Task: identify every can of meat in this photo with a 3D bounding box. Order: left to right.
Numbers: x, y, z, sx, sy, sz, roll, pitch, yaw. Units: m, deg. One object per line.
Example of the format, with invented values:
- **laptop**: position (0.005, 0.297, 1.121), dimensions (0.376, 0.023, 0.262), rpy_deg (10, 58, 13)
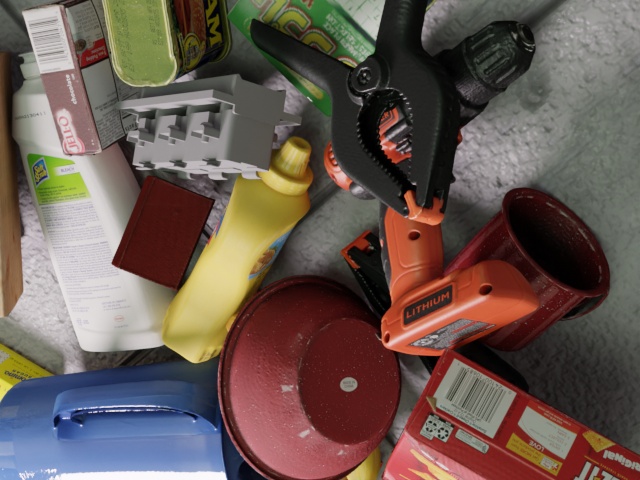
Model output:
- **can of meat**: position (-0.112, -0.168, 0.767), dimensions (0.057, 0.083, 0.102), rpy_deg (3, 114, 22)

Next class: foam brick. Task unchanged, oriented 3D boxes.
- **foam brick**: position (-0.122, -0.006, 0.827), dimensions (0.051, 0.053, 0.078), rpy_deg (23, 88, -16)

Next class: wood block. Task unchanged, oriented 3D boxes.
- **wood block**: position (-0.295, -0.048, 0.860), dimensions (0.090, 0.090, 0.206), rpy_deg (-2, 102, -6)

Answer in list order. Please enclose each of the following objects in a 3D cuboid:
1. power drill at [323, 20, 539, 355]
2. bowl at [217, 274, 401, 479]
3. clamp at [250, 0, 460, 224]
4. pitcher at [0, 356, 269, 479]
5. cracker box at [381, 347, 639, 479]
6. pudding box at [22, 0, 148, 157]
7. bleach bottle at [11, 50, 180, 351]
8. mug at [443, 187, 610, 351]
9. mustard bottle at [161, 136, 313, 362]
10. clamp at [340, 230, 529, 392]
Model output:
- **power drill**: position (0.084, -0.031, 0.703), dimensions (0.185, 0.057, 0.187), rpy_deg (-35, 54, 42)
- **bowl**: position (0.006, 0.104, 0.790), dimensions (0.055, 0.161, 0.162), rpy_deg (-10, 111, 55)
- **clamp**: position (0.043, -0.111, 0.686), dimensions (0.165, 0.036, 0.210), rpy_deg (-39, 60, 29)
- **pitcher**: position (-0.156, 0.160, 0.891), dimensions (0.243, 0.144, 0.149), rpy_deg (-6, 108, 22)
- **cracker box**: position (0.133, 0.168, 0.753), dimensions (0.164, 0.072, 0.214), rpy_deg (29, 161, 9)
- **pudding box**: position (-0.171, -0.130, 0.807), dimensions (0.039, 0.090, 0.113), rpy_deg (-2, 111, 22)
- **bleach bottle**: position (-0.187, -0.035, 0.874), dimensions (0.103, 0.068, 0.251), rpy_deg (-7, 108, 26)
- **mug**: position (0.149, 0.027, 0.749), dimensions (0.117, 0.093, 0.082), rpy_deg (18, 132, -27)
- **mustard bottle**: position (-0.056, 0.001, 0.812), dimensions (0.058, 0.096, 0.192), rpy_deg (33, 122, 3)
- **clamp**: position (0.083, 0.064, 0.788), dimensions (0.171, 0.039, 0.120), rpy_deg (50, 156, -4)
